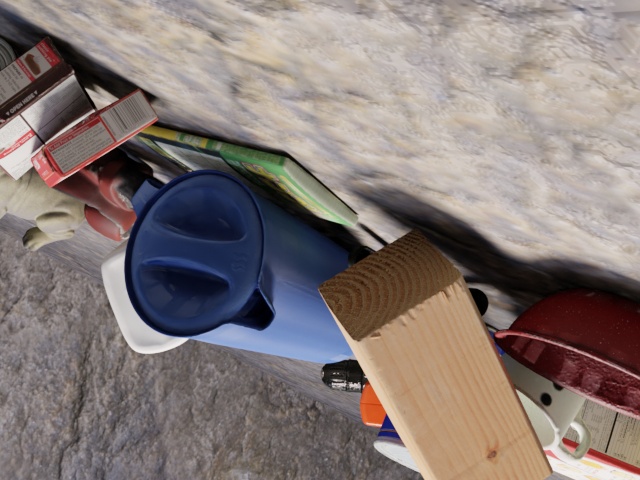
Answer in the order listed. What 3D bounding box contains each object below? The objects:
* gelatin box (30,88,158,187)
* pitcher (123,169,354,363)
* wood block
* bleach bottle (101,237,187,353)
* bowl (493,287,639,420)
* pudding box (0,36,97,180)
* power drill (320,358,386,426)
[{"bbox_3d":[-0.174,-0.078,0.812,0.030,0.089,0.073,58,162,-10],"label":"gelatin box"},{"bbox_3d":[-0.051,0.029,0.919,0.145,0.149,0.242,-11,161,26],"label":"pitcher"},{"bbox_3d":[0.090,0.108,0.816,0.206,0.091,0.090,62,176,-30],"label":"wood block"},{"bbox_3d":[-0.133,0.022,1.037,0.068,0.102,0.250,-18,-171,12],"label":"bleach bottle"},{"bbox_3d":[0.207,0.078,0.757,0.162,0.055,0.162,25,169,5],"label":"bowl"},{"bbox_3d":[-0.221,-0.097,0.813,0.039,0.090,0.113,50,172,6],"label":"pudding box"},{"bbox_3d":[0.088,0.183,1.317,0.184,0.057,0.187,2,-175,3],"label":"power drill"}]
